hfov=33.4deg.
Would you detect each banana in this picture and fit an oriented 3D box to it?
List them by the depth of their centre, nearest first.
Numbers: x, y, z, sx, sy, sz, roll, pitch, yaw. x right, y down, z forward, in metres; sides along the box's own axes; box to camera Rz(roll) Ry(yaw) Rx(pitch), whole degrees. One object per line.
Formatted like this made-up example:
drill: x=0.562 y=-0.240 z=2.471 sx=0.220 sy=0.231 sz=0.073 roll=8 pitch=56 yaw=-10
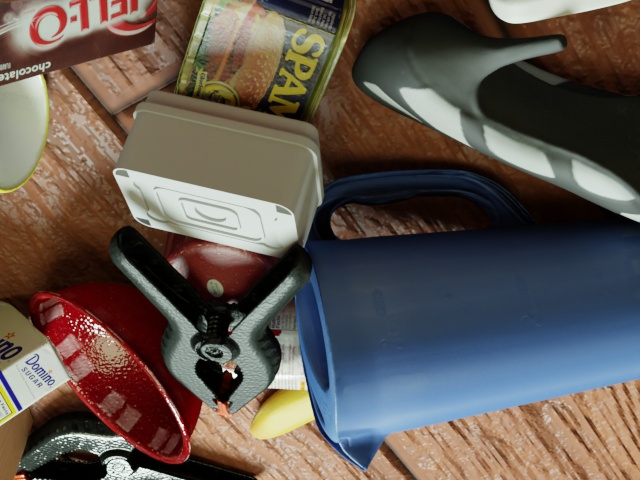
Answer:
banana: x=0.030 y=0.119 z=0.835 sx=0.198 sy=0.037 sz=0.069 roll=-12 pitch=127 yaw=12

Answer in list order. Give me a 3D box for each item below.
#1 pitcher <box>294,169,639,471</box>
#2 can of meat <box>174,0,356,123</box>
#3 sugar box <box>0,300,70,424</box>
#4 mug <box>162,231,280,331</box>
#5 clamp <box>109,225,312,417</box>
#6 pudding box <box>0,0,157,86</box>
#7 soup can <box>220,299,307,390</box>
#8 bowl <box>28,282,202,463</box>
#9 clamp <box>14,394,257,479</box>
pitcher: x=0.105 y=0.041 z=0.701 sx=0.242 sy=0.145 sz=0.149 roll=-8 pitch=124 yaw=-9
can of meat: x=-0.035 y=-0.115 z=0.639 sx=0.084 sy=0.057 sz=0.102 roll=19 pitch=128 yaw=-9
sugar box: x=-0.276 y=0.116 z=0.756 sx=0.176 sy=0.093 sz=0.048 roll=-37 pitch=126 yaw=-23
mug: x=-0.055 y=0.001 z=0.716 sx=0.117 sy=0.081 sz=0.093 roll=-34 pitch=120 yaw=26
clamp: x=-0.074 y=0.052 z=0.677 sx=0.120 sy=0.039 sz=0.172 roll=16 pitch=136 yaw=4
pudding box: x=-0.143 y=-0.143 z=0.594 sx=0.113 sy=0.039 sz=0.090 roll=-23 pitch=139 yaw=-35
soup can: x=-0.030 y=0.076 z=0.784 sx=0.102 sy=0.068 sz=0.068 roll=3 pitch=129 yaw=0
bowl: x=-0.137 y=0.085 z=0.777 sx=0.162 sy=0.055 sz=0.162 roll=31 pitch=146 yaw=24
clamp: x=-0.163 y=0.167 z=0.883 sx=0.210 sy=0.036 sz=0.164 roll=-4 pitch=128 yaw=4
